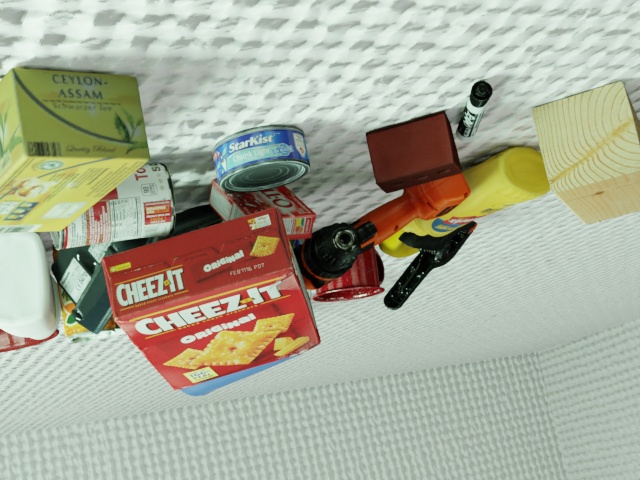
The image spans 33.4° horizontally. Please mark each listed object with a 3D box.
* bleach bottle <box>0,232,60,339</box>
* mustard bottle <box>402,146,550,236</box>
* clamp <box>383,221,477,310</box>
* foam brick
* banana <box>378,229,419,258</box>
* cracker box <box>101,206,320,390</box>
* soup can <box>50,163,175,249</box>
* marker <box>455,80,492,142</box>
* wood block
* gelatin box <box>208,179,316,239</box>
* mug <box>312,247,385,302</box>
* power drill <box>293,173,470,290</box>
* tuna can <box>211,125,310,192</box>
[{"bbox_3d":[-0.318,0.067,1.163,0.068,0.102,0.251,-4,165,-8],"label":"bleach bottle"},{"bbox_3d":[0.163,-0.047,1.208,0.096,0.058,0.192,-6,167,-44],"label":"mustard bottle"},{"bbox_3d":[0.139,0.019,1.361,0.171,0.039,0.120,-23,145,-46],"label":"clamp"},{"bbox_3d":[0.089,-0.082,1.004,0.078,0.051,0.053,-15,167,13],"label":"foam brick"},{"bbox_3d":[0.105,-0.008,1.385,0.069,0.037,0.197,-32,166,6],"label":"banana"},{"bbox_3d":[-0.094,0.063,1.012,0.164,0.072,0.213,-17,155,0],"label":"cracker box"},{"bbox_3d":[-0.185,-0.031,0.941,0.102,0.068,0.069,-7,166,-21],"label":"soup can"},{"bbox_3d":[0.139,-0.117,0.971,0.020,0.020,0.121,-11,167,-2],"label":"marker"},{"bbox_3d":[0.289,-0.083,1.097,0.091,0.090,0.205,-15,167,19],"label":"wood block"},{"bbox_3d":[-0.057,-0.032,1.032,0.073,0.030,0.089,-4,-151,-30],"label":"gelatin box"},{"bbox_3d":[0.040,0.031,1.365,0.117,0.081,0.093,4,164,-42],"label":"mug"},{"bbox_3d":[0.059,-0.018,1.092,0.187,0.057,0.185,-30,178,-16],"label":"power drill"},{"bbox_3d":[-0.053,-0.072,0.959,0.086,0.034,0.086,-11,167,-3],"label":"tuna can"}]
